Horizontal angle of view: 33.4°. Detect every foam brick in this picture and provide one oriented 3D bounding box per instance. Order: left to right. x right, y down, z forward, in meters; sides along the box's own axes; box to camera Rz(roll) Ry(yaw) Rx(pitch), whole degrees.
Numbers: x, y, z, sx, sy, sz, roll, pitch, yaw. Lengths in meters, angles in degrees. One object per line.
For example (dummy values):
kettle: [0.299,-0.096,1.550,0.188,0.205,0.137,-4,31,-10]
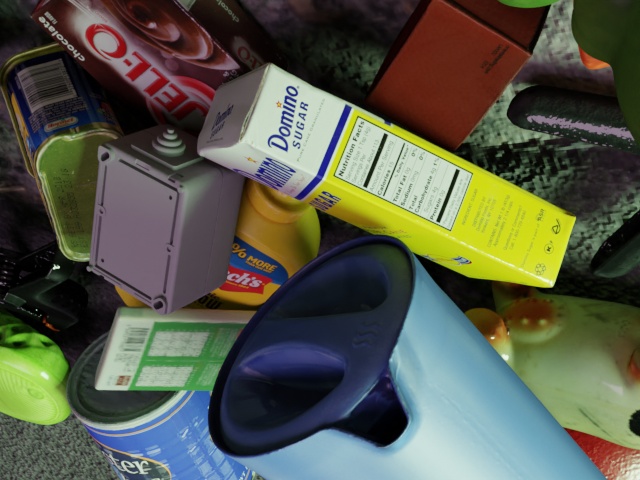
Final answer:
foam brick: [0.065,-0.091,0.504,0.053,0.051,0.078,30,141,-6]

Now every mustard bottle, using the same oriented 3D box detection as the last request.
mustard bottle: [-0.054,0.001,0.666,0.096,0.058,0.192,34,140,-10]

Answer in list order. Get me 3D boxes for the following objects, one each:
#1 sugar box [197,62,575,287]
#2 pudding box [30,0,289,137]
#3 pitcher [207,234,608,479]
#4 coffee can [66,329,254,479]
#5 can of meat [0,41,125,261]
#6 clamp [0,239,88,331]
sugar box: [0.030,-0.028,0.538,0.176,0.048,0.093,21,174,-18]
pudding box: [-0.086,-0.109,0.578,0.090,0.039,0.113,-21,122,42]
pitcher: [0.064,0.117,0.572,0.145,0.149,0.242,-25,122,37]
coffee can: [-0.119,0.143,0.821,0.103,0.102,0.140,3,135,26]
can of meat: [-0.144,-0.051,0.626,0.057,0.084,0.102,-18,138,-14]
clamp: [-0.209,0.026,0.734,0.165,0.036,0.210,11,163,18]
